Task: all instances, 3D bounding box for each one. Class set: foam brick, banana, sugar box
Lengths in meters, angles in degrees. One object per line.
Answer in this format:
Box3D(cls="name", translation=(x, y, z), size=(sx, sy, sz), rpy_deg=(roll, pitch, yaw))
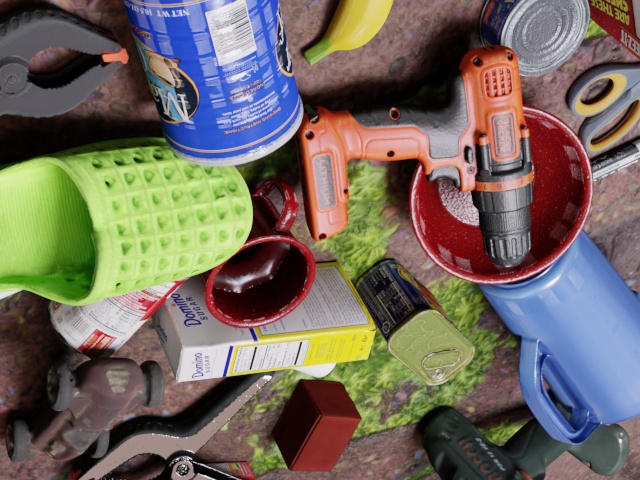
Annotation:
Box3D(cls="foam brick", translation=(-0.004, 0.184, 1.059), size=(0.051, 0.053, 0.078), rpy_deg=(8, 123, -32))
Box3D(cls="banana", translation=(0.024, -0.213, 0.760), size=(0.069, 0.037, 0.198), rpy_deg=(-15, 132, -18))
Box3D(cls="sugar box", translation=(-0.050, 0.067, 0.912), size=(0.176, 0.093, 0.048), rpy_deg=(-5, 130, -23))

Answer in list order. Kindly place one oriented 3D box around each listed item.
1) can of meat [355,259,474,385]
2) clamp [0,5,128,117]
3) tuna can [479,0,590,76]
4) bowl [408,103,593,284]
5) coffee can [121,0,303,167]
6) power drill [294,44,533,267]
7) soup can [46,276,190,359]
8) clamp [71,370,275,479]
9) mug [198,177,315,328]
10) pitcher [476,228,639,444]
Box3D(cls="can of meat", translation=(0.086, 0.075, 0.994), size=(0.057, 0.084, 0.102), rpy_deg=(-41, 133, 8))
Box3D(cls="clamp", translation=(-0.217, -0.121, 0.710), size=(0.171, 0.039, 0.120), rpy_deg=(-24, 138, -17))
Box3D(cls="tuna can", translation=(0.175, -0.178, 0.868), size=(0.086, 0.034, 0.086), rpy_deg=(-14, 131, -17))
Box3D(cls="bowl", translation=(0.151, -0.046, 0.928), size=(0.162, 0.055, 0.162), rpy_deg=(-2, 110, -6))
Box3D(cls="coffee can", translation=(-0.074, -0.136, 0.727), size=(0.102, 0.103, 0.140), rpy_deg=(-22, 133, -10))
Box3D(cls="power drill", translation=(0.078, -0.053, 0.856), size=(0.187, 0.057, 0.184), rpy_deg=(-11, 107, -6))
Box3D(cls="soup can", translation=(-0.160, 0.038, 0.846), size=(0.102, 0.068, 0.068), rpy_deg=(-45, 133, 16))
Box3D(cls="clamp", translation=(-0.126, 0.216, 1.011), size=(0.209, 0.036, 0.164), rpy_deg=(-17, 110, -11))
Box3D(cls="mug", translation=(-0.056, 0.001, 0.862), size=(0.093, 0.081, 0.117), rpy_deg=(12, 120, -34))
Box3D(cls="pitcher", translation=(0.240, 0.079, 1.043), size=(0.145, 0.149, 0.242), rpy_deg=(-31, 132, 15))
